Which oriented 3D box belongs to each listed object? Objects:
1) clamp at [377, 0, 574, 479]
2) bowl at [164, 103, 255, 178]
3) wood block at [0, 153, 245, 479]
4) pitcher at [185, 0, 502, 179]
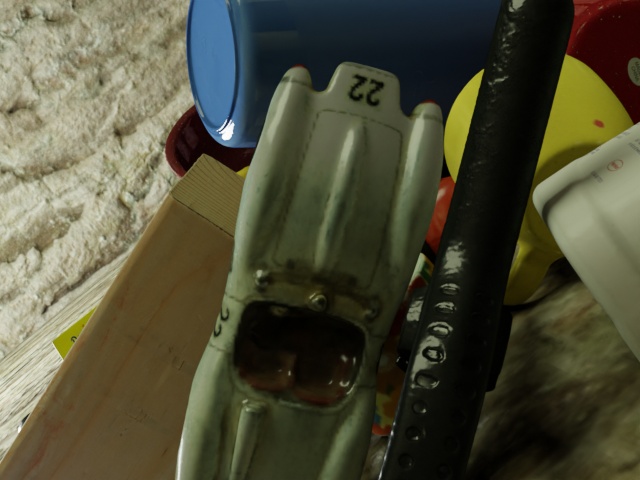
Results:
[{"bbox_3d":[0.047,0.035,0.383,0.164,0.036,0.210,89,-164,-64],"label":"clamp"},{"bbox_3d":[-0.030,-0.065,0.788,0.162,0.055,0.162,-10,37,8],"label":"bowl"},{"bbox_3d":[-0.080,0.073,0.522,0.206,0.090,0.090,-55,5,16],"label":"wood block"},{"bbox_3d":[0.045,-0.110,0.665,0.242,0.149,0.145,-7,-6,-23],"label":"pitcher"}]
